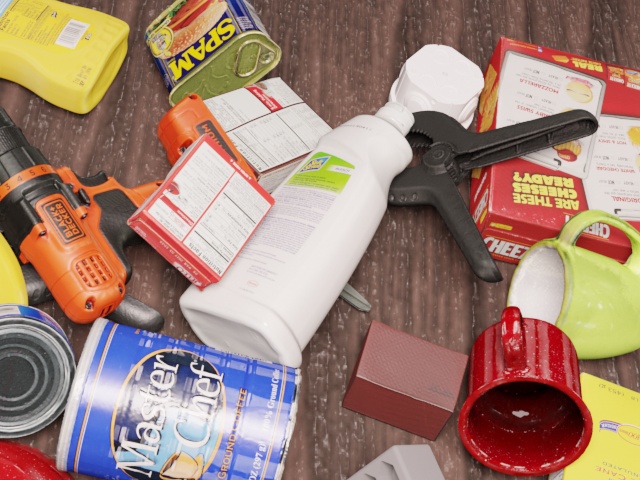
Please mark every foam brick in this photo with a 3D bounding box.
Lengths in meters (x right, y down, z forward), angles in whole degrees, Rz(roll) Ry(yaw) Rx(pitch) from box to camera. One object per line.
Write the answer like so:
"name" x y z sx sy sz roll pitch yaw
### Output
"foam brick" 0.062 0.105 0.793 0.078 0.051 0.053 21 53 1

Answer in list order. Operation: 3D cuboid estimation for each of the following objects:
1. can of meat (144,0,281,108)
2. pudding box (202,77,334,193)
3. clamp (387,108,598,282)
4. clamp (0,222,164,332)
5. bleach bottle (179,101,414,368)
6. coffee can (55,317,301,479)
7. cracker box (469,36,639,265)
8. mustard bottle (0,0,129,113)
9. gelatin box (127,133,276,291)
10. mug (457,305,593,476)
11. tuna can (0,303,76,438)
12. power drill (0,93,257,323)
"can of meat" -0.096 -0.169 0.921 0.102 0.057 0.084 -36 59 15
"pudding box" -0.049 -0.087 0.897 0.090 0.039 0.113 46 45 17
"clamp" 0.112 -0.067 0.879 0.210 0.036 0.164 29 73 41
"clamp" -0.195 0.022 0.793 0.171 0.039 0.120 -7 55 -20
"bleach bottle" 0.004 -0.016 0.820 0.103 0.068 0.250 15 54 36
"coffee can" -0.093 0.118 0.709 0.140 0.103 0.102 15 53 -5
"cracker box" 0.222 -0.070 0.950 0.164 0.072 0.213 13 54 -3
"mustard bottle" -0.267 -0.178 0.904 0.191 0.058 0.096 21 53 0
"gelatin box" -0.084 -0.020 0.761 0.073 0.030 0.089 43 53 -14
"mug" 0.145 0.100 0.772 0.093 0.117 0.081 -10 30 16
"tuna can" -0.207 0.087 0.712 0.086 0.086 0.034 -8 13 -20
"power drill" -0.154 -0.047 0.793 0.187 0.057 0.184 -27 79 -37
